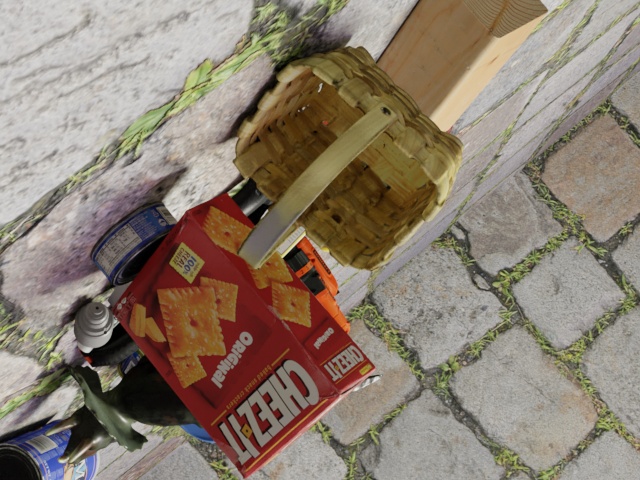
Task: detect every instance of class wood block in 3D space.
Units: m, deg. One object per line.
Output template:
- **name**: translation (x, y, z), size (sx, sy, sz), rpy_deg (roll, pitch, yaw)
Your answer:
- **wood block**: translation (0.130, -0.190, 1.109), size (0.090, 0.090, 0.206), rpy_deg (-32, 169, -36)

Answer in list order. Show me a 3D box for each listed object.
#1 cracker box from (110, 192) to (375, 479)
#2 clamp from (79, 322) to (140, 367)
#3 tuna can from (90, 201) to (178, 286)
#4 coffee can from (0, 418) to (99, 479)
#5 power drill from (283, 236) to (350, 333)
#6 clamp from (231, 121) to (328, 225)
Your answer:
- **cracker box**: translation (-0.079, 0.090, 0.987), size (0.164, 0.214, 0.072), rpy_deg (-47, 169, 37)
- **clamp**: translation (-0.202, 0.103, 1.219), size (0.171, 0.039, 0.120), rpy_deg (-33, -169, 8)
- **tuna can**: translation (-0.170, 0.004, 1.000), size (0.086, 0.034, 0.086), rpy_deg (-39, 171, -8)
- **coffee can**: translation (-0.371, 0.301, 1.411), size (0.103, 0.103, 0.140), rpy_deg (-43, 171, 16)
- **power drill**: translation (-0.027, 0.044, 1.443), size (0.057, 0.184, 0.187), rpy_deg (-31, -172, 5)
- **clamp**: translation (-0.064, -0.054, 1.139), size (0.210, 0.036, 0.164), rpy_deg (-44, 175, 31)
